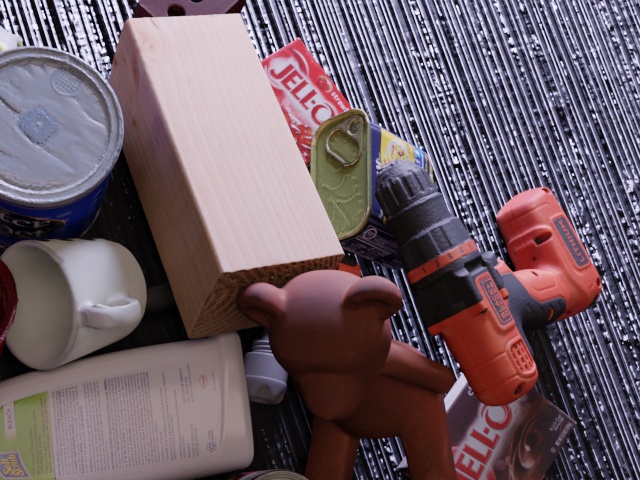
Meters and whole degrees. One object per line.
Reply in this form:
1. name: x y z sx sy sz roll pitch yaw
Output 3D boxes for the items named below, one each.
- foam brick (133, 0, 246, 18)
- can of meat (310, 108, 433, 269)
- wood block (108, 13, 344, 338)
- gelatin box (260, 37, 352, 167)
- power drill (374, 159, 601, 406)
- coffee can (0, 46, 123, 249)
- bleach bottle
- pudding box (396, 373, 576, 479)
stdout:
1. foam brick: -0.100 -0.178 0.818 0.053 0.051 0.078 42 70 -3
2. can of meat: 0.041 -0.035 0.801 0.083 0.058 0.102 23 59 -42
3. wood block: -0.073 -0.048 0.739 0.090 0.090 0.206 -10 62 -28
4. gelatin box: -0.022 -0.103 0.834 0.073 0.030 0.089 -36 89 -21
5. power drill: 0.127 0.014 0.789 0.187 0.057 0.184 -20 83 -52
6. coffee can: -0.190 -0.055 0.714 0.102 0.140 0.103 4 76 -16
7. bleach bottle: -0.176 0.123 0.719 0.250 0.068 0.102 -5 77 -15
8. pudding box: 0.126 0.156 0.809 0.090 0.039 0.113 39 70 -4
